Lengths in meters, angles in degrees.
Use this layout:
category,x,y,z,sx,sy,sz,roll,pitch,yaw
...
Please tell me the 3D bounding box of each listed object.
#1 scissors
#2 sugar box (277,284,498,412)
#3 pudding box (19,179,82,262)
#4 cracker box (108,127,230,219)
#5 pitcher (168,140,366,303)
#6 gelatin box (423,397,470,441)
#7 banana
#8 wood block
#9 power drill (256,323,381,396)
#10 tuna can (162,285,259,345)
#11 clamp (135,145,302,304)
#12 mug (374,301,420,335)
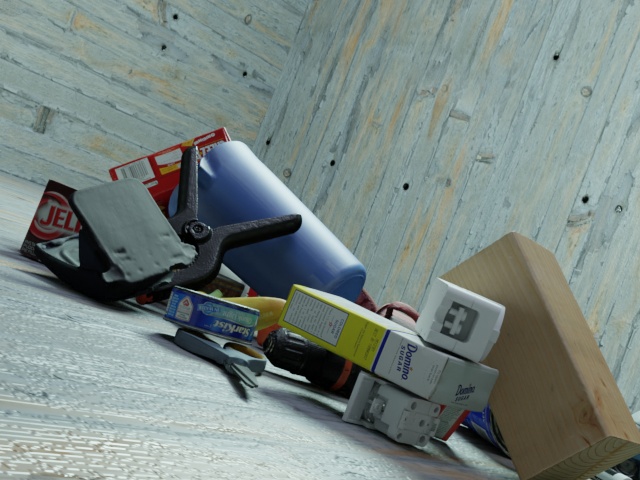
category,x,y,z,sx,sy,sz,roll,pitch,yaw
scissors,-0.088,0.099,0.906,0.096,0.016,0.201,19,-1,3
sugar box,0.057,0.094,0.929,0.176,0.048,0.093,26,3,39
pudding box,-0.267,-0.007,1.194,0.113,0.090,0.039,22,-1,4
cracker box,-0.184,-0.047,1.465,0.214,0.164,0.072,86,-20,-62
pitcher,-0.059,0.002,1.311,0.243,0.145,0.148,43,43,22
gelatin box,0.119,0.130,0.997,0.030,0.073,0.089,21,35,-15
banana,-0.100,0.070,1.090,0.198,0.069,0.037,7,-54,63
wood block,0.196,0.107,0.957,0.090,0.091,0.206,23,39,-50
power drill,0.000,0.115,1.106,0.184,0.057,0.188,21,1,-25
tuna can,-0.100,0.069,0.987,0.086,0.034,0.086,16,-4,1
clamp,-0.128,-0.002,1.190,0.164,0.209,0.036,27,-35,7
mug,0.103,0.128,1.339,0.082,0.117,0.093,26,40,27
